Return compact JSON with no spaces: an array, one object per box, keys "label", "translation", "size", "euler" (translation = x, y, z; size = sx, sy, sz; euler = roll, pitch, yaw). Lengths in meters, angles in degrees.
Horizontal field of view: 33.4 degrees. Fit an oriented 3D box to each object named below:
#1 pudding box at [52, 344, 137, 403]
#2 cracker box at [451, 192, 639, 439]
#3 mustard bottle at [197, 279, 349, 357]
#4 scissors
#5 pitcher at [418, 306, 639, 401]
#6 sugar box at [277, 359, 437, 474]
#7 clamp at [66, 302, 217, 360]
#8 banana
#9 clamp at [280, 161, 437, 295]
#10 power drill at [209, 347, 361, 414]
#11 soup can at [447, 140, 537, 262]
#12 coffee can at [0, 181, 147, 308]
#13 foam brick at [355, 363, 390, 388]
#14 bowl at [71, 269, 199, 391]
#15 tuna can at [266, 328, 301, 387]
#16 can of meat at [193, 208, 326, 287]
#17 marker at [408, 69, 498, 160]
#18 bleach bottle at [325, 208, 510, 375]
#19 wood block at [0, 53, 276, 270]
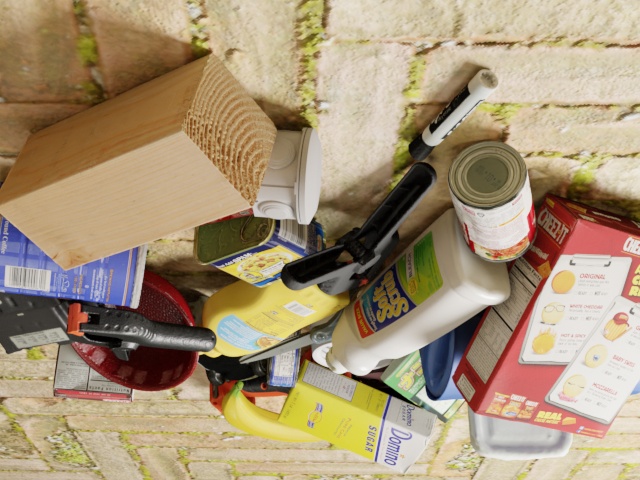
[{"label":"pudding box","translation":[-0.253,0.126,1.216],"size":[0.090,0.113,0.039],"euler":[7,157,-9]},{"label":"cracker box","translation":[0.245,0.077,1.025],"size":[0.164,0.072,0.214],"euler":[15,111,-25]},{"label":"mustard bottle","translation":[-0.068,0.077,1.136],"size":[0.192,0.058,0.096],"euler":[-31,139,30]},{"label":"scissors","translation":[0.004,0.086,1.169],"size":[0.201,0.016,0.096],"euler":[-6,120,1]},{"label":"pitcher","translation":[0.234,0.103,1.144],"size":[0.242,0.145,0.149],"euler":[3,-177,-11]},{"label":"sugar box","translation":[0.044,0.217,1.302],"size":[0.176,0.048,0.093],"euler":[24,137,1]},{"label":"clamp","translation":[-0.198,0.093,1.052],"size":[0.120,0.039,0.171],"euler":[-18,155,31]},{"label":"banana","translation":[-0.064,0.231,1.374],"size":[0.070,0.037,0.197],"euler":[-20,145,35]},{"label":"clamp","translation":[0.027,0.014,0.997],"size":[0.164,0.036,0.210],"euler":[-35,167,-15]},{"label":"power drill","translation":[-0.039,0.199,1.416],"size":[0.188,0.057,0.184],"euler":[-11,147,17]},{"label":"soup can","translation":[0.151,-0.033,0.934],"size":[0.068,0.068,0.102],"euler":[-6,152,14]},{"label":"coffee can","translation":[-0.233,0.004,0.989],"size":[0.140,0.103,0.103],"euler":[7,152,-11]},{"label":"foam brick","translation":[0.086,0.147,1.308],"size":[0.078,0.051,0.053],"euler":[-10,150,22]},{"label":"bowl","translation":[-0.197,0.085,1.155],"size":[0.162,0.055,0.162],"euler":[10,126,14]},{"label":"tuna can","translation":[-0.042,0.127,1.239],"size":[0.033,0.086,0.086],"euler":[5,153,-4]},{"label":"can of meat","translation":[-0.057,0.001,1.025],"size":[0.102,0.057,0.083],"euler":[-19,148,34]},{"label":"marker","translation":[0.104,-0.098,0.862],"size":[0.020,0.020,0.121],"euler":[12,151,-20]},{"label":"bleach bottle","translation":[0.083,0.074,1.074],"size":[0.068,0.102,0.251],"euler":[15,140,-28]},{"label":"wood block","translation":[-0.149,-0.058,0.857],"size":[0.206,0.090,0.090],"euler":[-17,131,32]}]
